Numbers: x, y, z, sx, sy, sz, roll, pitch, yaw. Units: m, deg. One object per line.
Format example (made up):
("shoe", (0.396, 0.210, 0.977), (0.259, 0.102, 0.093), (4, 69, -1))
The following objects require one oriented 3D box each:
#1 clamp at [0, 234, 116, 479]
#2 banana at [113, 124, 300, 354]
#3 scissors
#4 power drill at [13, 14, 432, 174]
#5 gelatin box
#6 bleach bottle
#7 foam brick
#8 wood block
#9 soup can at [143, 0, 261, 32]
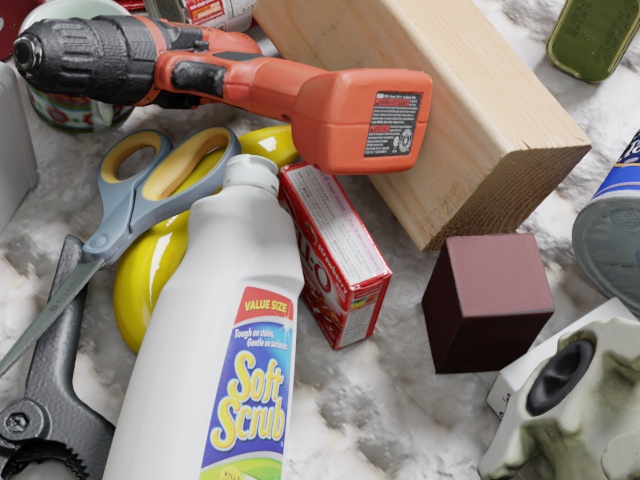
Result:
("clamp", (-0.153, 0.094, 0.562), (0.164, 0.036, 0.210), (-31, 67, -27))
("banana", (-0.072, -0.004, 0.634), (0.069, 0.037, 0.197), (24, 58, 0))
("scissors", (-0.129, -0.005, 0.604), (0.096, 0.016, 0.201), (24, 57, 41))
("power drill", (-0.048, -0.086, 0.590), (0.188, 0.057, 0.184), (22, 19, 32))
("gelatin box", (0.003, 0.007, 0.614), (0.030, 0.073, 0.089), (-21, 63, -19))
("bleach bottle", (-0.055, 0.068, 0.536), (0.068, 0.102, 0.251), (-10, 60, 31))
("foam brick", (0.092, 0.037, 0.605), (0.053, 0.078, 0.051), (-2, 60, -9))
("wood block", (0.058, -0.102, 0.663), (0.090, 0.090, 0.206), (-7, 55, -44))
("soup can", (-0.062, -0.174, 0.722), (0.102, 0.068, 0.068), (-28, 65, -22))
